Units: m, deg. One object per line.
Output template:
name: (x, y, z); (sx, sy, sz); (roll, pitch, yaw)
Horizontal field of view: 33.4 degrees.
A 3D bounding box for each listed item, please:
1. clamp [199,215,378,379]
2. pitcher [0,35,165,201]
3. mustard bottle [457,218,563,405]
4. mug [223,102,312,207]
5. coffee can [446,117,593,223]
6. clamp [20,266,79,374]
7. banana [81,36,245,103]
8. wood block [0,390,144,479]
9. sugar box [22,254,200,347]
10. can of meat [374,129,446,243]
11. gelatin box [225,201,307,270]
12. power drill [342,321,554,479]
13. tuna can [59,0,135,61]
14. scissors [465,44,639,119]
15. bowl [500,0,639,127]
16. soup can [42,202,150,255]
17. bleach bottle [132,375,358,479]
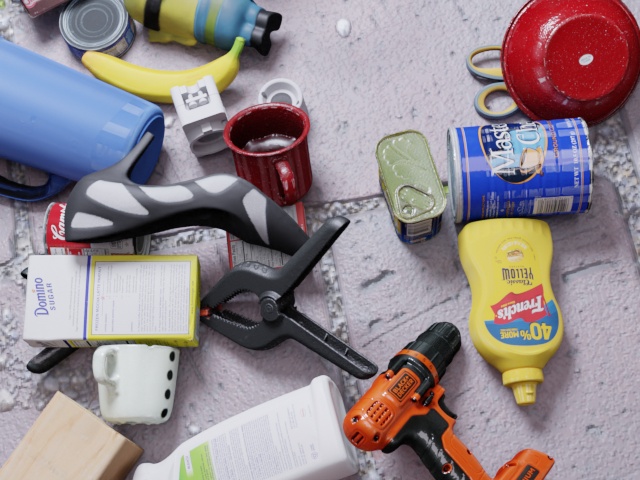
clamp: (-0.040, 0.055, 1.092); (0.210, 0.036, 0.164); (1, 101, 32)
pitcher: (-0.305, -0.127, 1.185); (0.243, 0.149, 0.145); (21, 59, 8)
mustard bottle: (0.200, 0.074, 1.104); (0.096, 0.058, 0.191); (-1, 72, -10)
mug: (-0.048, -0.083, 1.146); (0.093, 0.081, 0.117); (-20, 44, -12)
coffee can: (0.208, -0.074, 1.130); (0.140, 0.103, 0.103); (-4, 71, 3)
clamp: (-0.245, 0.066, 1.154); (0.171, 0.039, 0.120); (-16, 76, -7)
banana: (-0.175, -0.191, 1.225); (0.198, 0.037, 0.069); (-4, 101, 11)
wood block: (-0.278, 0.266, 1.062); (0.090, 0.091, 0.206); (32, 76, 13)
sugar box: (-0.215, 0.063, 1.111); (0.176, 0.048, 0.093); (0, 72, 1)
can of meat: (0.096, -0.054, 1.142); (0.057, 0.084, 0.102); (-16, 71, -1)
gelatin box: (-0.058, 0.001, 1.165); (0.089, 0.030, 0.073); (-8, 73, 1)
power drill: (0.136, 0.185, 1.056); (0.188, 0.057, 0.184); (40, 51, 10)
tuna can: (-0.264, -0.254, 1.264); (0.086, 0.034, 0.086); (-1, 72, 4)
scissors: (0.259, -0.170, 1.199); (0.202, 0.016, 0.096); (13, 81, 9)
bowl: (0.280, -0.198, 1.155); (0.162, 0.055, 0.162); (0, 100, -3)
soup can: (-0.242, -0.006, 1.162); (0.102, 0.068, 0.068); (2, 72, 5)
bleach bottle: (-0.093, 0.222, 1.067); (0.251, 0.068, 0.102); (-20, 61, 9)
